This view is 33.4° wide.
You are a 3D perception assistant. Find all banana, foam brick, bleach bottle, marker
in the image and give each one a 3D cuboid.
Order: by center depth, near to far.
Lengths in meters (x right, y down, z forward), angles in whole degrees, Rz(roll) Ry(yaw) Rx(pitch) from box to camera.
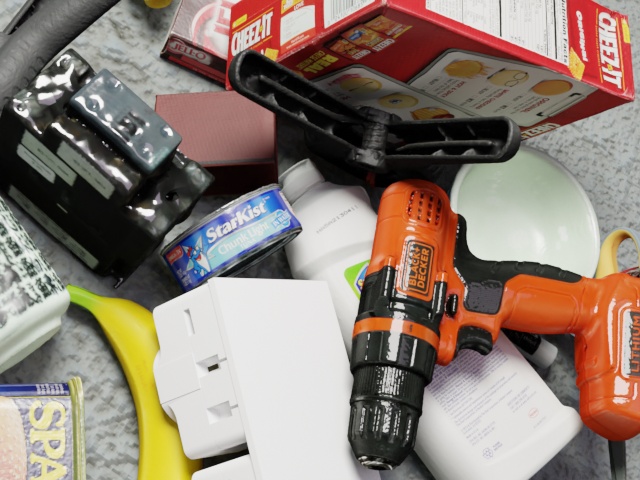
[{"bbox_3d":[-0.103,0.117,0.627,0.069,0.037,0.198,-10,73,-9],"label":"banana"},{"bbox_3d":[-0.066,-0.061,0.686,0.078,0.053,0.051,-3,71,-1],"label":"foam brick"},{"bbox_3d":[0.060,0.050,0.711,0.102,0.068,0.251,-33,84,-30],"label":"bleach bottle"},{"bbox_3d":[0.116,0.052,0.760,0.121,0.020,0.020,34,60,-9],"label":"marker"}]

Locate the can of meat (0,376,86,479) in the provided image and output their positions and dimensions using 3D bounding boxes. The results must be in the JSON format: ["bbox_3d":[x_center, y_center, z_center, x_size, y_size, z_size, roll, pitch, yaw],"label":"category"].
[{"bbox_3d":[-0.173,0.127,0.577,0.083,0.058,0.102,2,70,-22],"label":"can of meat"}]

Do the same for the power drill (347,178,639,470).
[{"bbox_3d":[0.111,0.065,0.654,0.187,0.057,0.184,16,65,-12],"label":"power drill"}]

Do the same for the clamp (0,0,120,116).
[{"bbox_3d":[-0.190,-0.111,0.652,0.171,0.120,0.039,-46,112,-13],"label":"clamp"}]

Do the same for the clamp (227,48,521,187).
[{"bbox_3d":[0.043,-0.061,0.665,0.165,0.210,0.036,16,85,12],"label":"clamp"}]

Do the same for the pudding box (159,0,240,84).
[{"bbox_3d":[-0.053,-0.163,0.754,0.090,0.039,0.113,23,63,-16],"label":"pudding box"}]

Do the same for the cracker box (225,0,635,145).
[{"bbox_3d":[0.071,-0.123,0.696,0.213,0.164,0.072,12,72,-34],"label":"cracker box"}]

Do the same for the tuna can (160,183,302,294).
[{"bbox_3d":[-0.054,0.001,0.663,0.086,0.086,0.034,-29,86,-31],"label":"tuna can"}]
